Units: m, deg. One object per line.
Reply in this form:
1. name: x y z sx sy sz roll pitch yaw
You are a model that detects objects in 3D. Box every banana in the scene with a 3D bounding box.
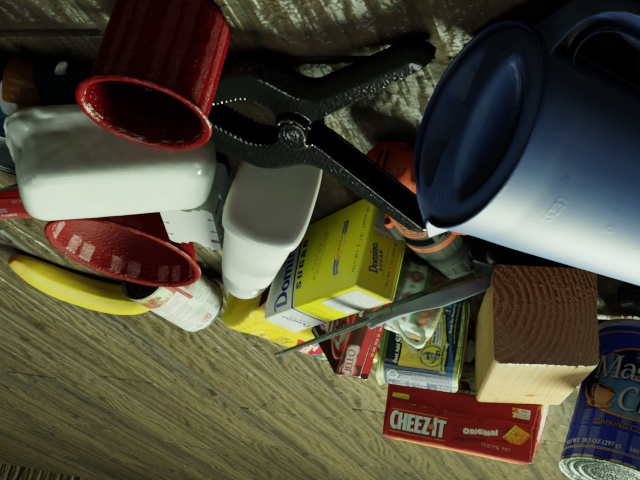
1. banana: -0.288 0.057 1.327 0.198 0.037 0.070 13 141 0

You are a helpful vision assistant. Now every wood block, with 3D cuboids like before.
1. wood block: 0.199 0.095 1.011 0.091 0.090 0.206 2 162 4

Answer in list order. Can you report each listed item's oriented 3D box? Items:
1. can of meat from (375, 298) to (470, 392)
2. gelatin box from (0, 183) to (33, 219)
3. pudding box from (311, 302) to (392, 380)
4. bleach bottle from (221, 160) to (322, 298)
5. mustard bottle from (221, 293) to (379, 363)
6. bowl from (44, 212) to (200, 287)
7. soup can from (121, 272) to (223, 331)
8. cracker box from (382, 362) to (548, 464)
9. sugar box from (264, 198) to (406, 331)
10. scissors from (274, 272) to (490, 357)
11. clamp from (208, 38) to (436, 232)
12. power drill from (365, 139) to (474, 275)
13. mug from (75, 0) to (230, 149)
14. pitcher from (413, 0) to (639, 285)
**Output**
1. can of meat: 0.108 0.104 1.113 0.084 0.102 0.057 6 157 12
2. gelatin box: -0.245 -0.044 0.991 0.073 0.030 0.089 -1 -164 32
3. pudding box: 0.029 0.071 1.035 0.039 0.090 0.113 14 -167 -15
4. bleach bottle: -0.056 0.001 0.953 0.068 0.102 0.251 20 157 -3
5. mustard bottle: -0.012 0.104 1.240 0.191 0.058 0.096 23 158 -23
6. bowl: -0.192 -0.009 1.075 0.162 0.055 0.162 12 158 5
7. soup can: -0.165 0.055 1.198 0.069 0.068 0.102 -2 154 34
8. cracker box: 0.173 0.189 1.218 0.164 0.072 0.213 8 -177 15
9. sugar box: 0.012 0.024 0.982 0.048 0.093 0.177 26 155 -25
10. scissors: 0.065 0.063 0.925 0.201 0.016 0.096 -19 180 -29
11. clamp: -0.010 -0.093 0.763 0.210 0.036 0.165 17 138 13
12. power drill: 0.144 -0.018 0.850 0.188 0.057 0.184 1 155 29
13. mug: -0.117 -0.117 0.728 0.117 0.081 0.093 -10 149 45
14. pitcher: 0.195 -0.045 0.678 0.242 0.145 0.149 18 169 -23
